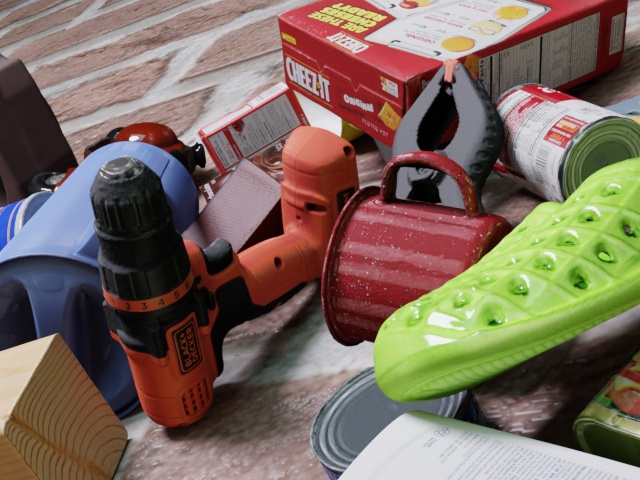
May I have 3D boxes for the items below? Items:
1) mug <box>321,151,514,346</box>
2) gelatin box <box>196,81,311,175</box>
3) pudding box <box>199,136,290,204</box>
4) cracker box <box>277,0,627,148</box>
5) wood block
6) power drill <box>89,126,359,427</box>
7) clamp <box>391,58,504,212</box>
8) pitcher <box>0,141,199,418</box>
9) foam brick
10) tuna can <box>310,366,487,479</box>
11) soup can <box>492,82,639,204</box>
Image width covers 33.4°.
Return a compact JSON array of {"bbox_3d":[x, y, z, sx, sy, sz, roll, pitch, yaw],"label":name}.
[{"bbox_3d":[0.058,0.009,0.582,0.082,0.117,0.093,10,18,29],"label":"mug"},{"bbox_3d":[-0.050,-0.083,0.919,0.089,0.073,0.030,-31,25,-6],"label":"gelatin box"},{"bbox_3d":[-0.043,-0.033,0.856,0.090,0.039,0.113,-29,26,-3],"label":"pudding box"},{"bbox_3d":[0.101,-0.152,0.823,0.213,0.072,0.164,-25,38,-25],"label":"cracker box"},{"bbox_3d":[-0.238,0.142,0.660,0.206,0.091,0.090,-17,28,20],"label":"wood block"},{"bbox_3d":[-0.054,0.001,0.661,0.057,0.184,0.187,26,46,36],"label":"power drill"},{"bbox_3d":[0.082,-0.034,0.674,0.120,0.039,0.171,10,77,39],"label":"clamp"},{"bbox_3d":[-0.156,0.009,0.780,0.149,0.145,0.242,-14,25,11],"label":"pitcher"},{"bbox_3d":[-0.051,-0.008,0.763,0.051,0.053,0.078,34,83,36],"label":"foam brick"},{"bbox_3d":[0.040,0.097,0.538,0.086,0.033,0.086,-22,26,11],"label":"tuna can"},{"bbox_3d":[0.155,-0.057,0.676,0.068,0.068,0.102,-31,26,-7],"label":"soup can"}]
